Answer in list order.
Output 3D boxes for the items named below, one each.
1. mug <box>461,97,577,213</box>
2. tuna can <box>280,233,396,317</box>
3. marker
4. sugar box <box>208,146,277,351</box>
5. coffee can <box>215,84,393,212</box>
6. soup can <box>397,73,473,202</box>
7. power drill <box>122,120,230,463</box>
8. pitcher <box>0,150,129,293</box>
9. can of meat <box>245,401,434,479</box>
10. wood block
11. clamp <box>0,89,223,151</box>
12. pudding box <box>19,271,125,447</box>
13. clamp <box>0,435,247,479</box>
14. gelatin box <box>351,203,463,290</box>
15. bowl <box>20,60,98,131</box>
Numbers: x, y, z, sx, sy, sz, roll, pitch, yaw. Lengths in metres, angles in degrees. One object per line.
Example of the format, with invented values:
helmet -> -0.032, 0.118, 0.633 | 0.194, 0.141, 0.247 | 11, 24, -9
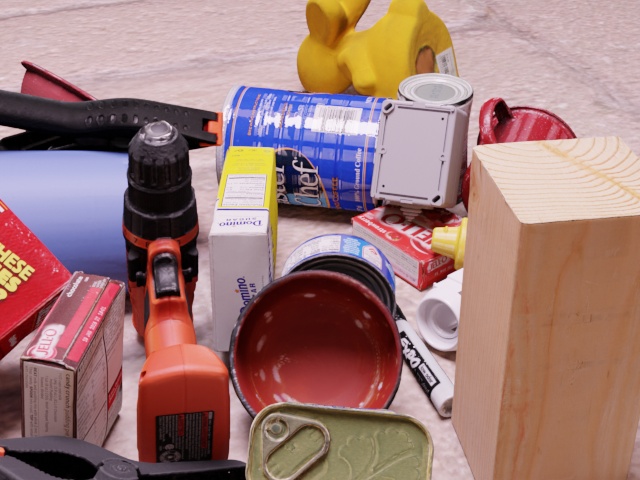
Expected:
mug -> 0.164, -0.065, 0.907 | 0.093, 0.117, 0.081 | -10, 30, 32
tuna can -> 0.012, 0.038, 0.767 | 0.086, 0.086, 0.033 | 2, 31, 4
marker -> 0.068, 0.081, 0.761 | 0.020, 0.020, 0.121 | -11, 34, -16
sugar box -> -0.055, 0.001, 0.799 | 0.048, 0.093, 0.176 | -1, 25, -3
coffee can -> -0.011, -0.081, 0.939 | 0.140, 0.103, 0.102 | 6, 33, 10
soup can -> 0.100, -0.089, 0.951 | 0.068, 0.102, 0.068 | 0, 33, 0
power drill -> -0.096, 0.041, 0.692 | 0.057, 0.184, 0.188 | -5, 42, -9
pitcher -> -0.240, -0.009, 0.823 | 0.242, 0.145, 0.149 | -4, 44, -12
can of meat -> 0.009, 0.124, 0.623 | 0.102, 0.057, 0.084 | 6, -5, -1
wood block -> 0.137, 0.052, 0.630 | 0.090, 0.206, 0.091 | -5, 32, -7
clamp -> -0.183, -0.087, 0.847 | 0.210, 0.036, 0.165 | 2, -10, -7
pudding box -> -0.153, 0.090, 0.662 | 0.039, 0.113, 0.090 | 11, 33, 5
clamp -> -0.107, 0.145, 0.583 | 0.171, 0.039, 0.120 | 10, 8, -18
gelatin box -> 0.081, -0.002, 0.881 | 0.073, 0.030, 0.089 | -23, 38, -31
bowl -> -0.212, -0.096, 0.964 | 0.162, 0.162, 0.055 | 28, 85, 37
